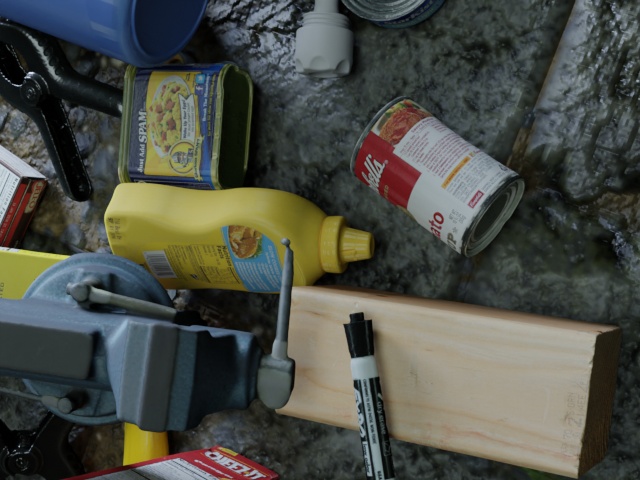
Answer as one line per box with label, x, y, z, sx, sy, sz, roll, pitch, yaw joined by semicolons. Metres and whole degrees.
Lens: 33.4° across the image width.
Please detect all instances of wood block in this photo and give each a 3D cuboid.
wood block;0.085;0.087;0.714;0.206;0.090;0.090;8;92;26

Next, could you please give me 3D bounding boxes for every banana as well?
banana;-0.157;0.212;0.858;0.070;0.037;0.198;24;99;24

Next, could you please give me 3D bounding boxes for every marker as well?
marker;0.032;0.106;0.677;0.020;0.020;0.121;-11;84;25

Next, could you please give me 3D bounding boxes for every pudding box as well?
pudding box;-0.302;-0.042;0.937;0.114;0.039;0.090;33;102;22

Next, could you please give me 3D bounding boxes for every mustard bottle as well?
mustard bottle;-0.055;0.001;0.783;0.192;0.096;0.058;2;51;17

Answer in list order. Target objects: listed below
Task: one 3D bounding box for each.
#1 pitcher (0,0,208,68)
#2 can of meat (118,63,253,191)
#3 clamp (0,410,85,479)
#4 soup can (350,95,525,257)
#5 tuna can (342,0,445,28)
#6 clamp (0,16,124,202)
pitcher;-0.197;-0.225;0.779;0.243;0.144;0.149;26;125;21
can of meat;-0.101;-0.085;0.812;0.084;0.057;0.102;4;90;23
clamp;-0.232;0.166;0.867;0.164;0.036;0.210;-9;112;-3
soup can;0.080;-0.044;0.733;0.102;0.068;0.068;38;104;22
tuna can;0.054;-0.197;0.770;0.086;0.033;0.086;-1;88;26
clamp;-0.226;-0.115;0.879;0.171;0.039;0.120;42;121;14
